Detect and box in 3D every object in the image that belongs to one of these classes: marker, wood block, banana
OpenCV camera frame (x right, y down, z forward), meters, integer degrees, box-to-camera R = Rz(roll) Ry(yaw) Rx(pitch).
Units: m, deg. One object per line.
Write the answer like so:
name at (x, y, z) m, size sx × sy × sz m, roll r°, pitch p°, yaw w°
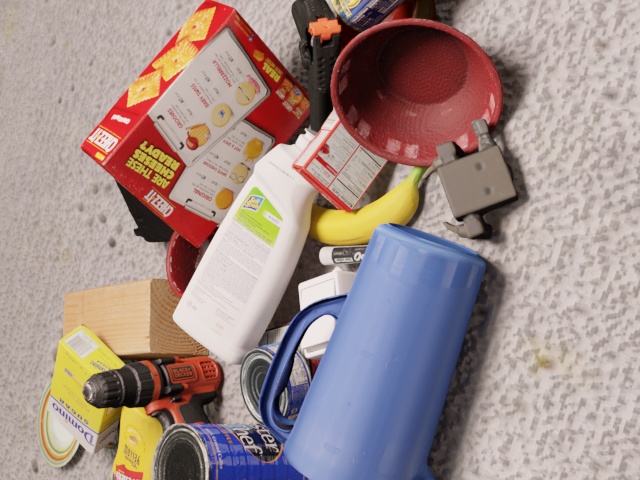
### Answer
marker at (0.053, 0.013, 1.078) m, size 0.121 × 0.020 × 0.020 m, roll -3°, pitch 81°, yaw 36°
wood block at (-0.237, 0.104, 1.355) m, size 0.207 × 0.090 × 0.091 m, roll -10°, pitch 77°, yaw 47°
banana at (0.036, -0.026, 1.112) m, size 0.198 × 0.037 × 0.069 m, roll -15°, pitch 50°, yaw 44°

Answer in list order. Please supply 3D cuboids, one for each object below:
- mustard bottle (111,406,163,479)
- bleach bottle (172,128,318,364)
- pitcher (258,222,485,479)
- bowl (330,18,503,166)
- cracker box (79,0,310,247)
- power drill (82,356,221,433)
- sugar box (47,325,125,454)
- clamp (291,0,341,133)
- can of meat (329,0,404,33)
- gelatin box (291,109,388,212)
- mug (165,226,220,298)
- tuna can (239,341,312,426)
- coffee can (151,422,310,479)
mustard bottle at (-0.218, 0.289, 1.316) m, size 0.096 × 0.058 × 0.192 m, roll 27°, pitch 112°, yaw 39°
bleach bottle at (-0.057, 0.001, 1.126) m, size 0.103 × 0.068 × 0.251 m, roll 35°, pitch 105°, yaw 17°
pitcher at (0.054, 0.108, 0.991) m, size 0.145 × 0.149 × 0.243 m, roll 30°, pitch 103°, yaw 60°
bowl at (0.093, -0.149, 1.007) m, size 0.162 × 0.162 × 0.055 m, roll -39°, pitch 22°, yaw 38°
cracker box at (-0.129, -0.126, 1.159) m, size 0.213 × 0.164 × 0.072 m, roll -51°, pitch 41°, yaw -6°
power drill at (-0.166, 0.222, 1.199) m, size 0.057 × 0.184 × 0.188 m, roll -36°, pitch 68°, yaw 40°
sugar box at (-0.294, 0.192, 1.346) m, size 0.093 × 0.048 × 0.176 m, roll 41°, pitch 139°, yaw 15°
clamp at (-0.001, -0.180, 1.089) m, size 0.210 × 0.036 × 0.164 m, roll -152°, pitch 52°, yaw -84°
can of meat at (0.049, -0.263, 1.026) m, size 0.084 × 0.057 × 0.102 m, roll -38°, pitch 56°, yaw 37°
gelatin box at (0.025, -0.085, 1.078) m, size 0.089 × 0.073 × 0.030 m, roll -54°, pitch 28°, yaw -8°
mug at (-0.113, 0.027, 1.234) m, size 0.117 × 0.081 × 0.093 m, roll 14°, pitch 94°, yaw 49°
tuna can at (-0.047, 0.150, 1.105) m, size 0.086 × 0.033 × 0.086 m, roll 12°, pitch 106°, yaw 49°
coffee can at (-0.092, 0.244, 1.128) m, size 0.103 × 0.140 × 0.103 m, roll -11°, pitch 75°, yaw 47°
